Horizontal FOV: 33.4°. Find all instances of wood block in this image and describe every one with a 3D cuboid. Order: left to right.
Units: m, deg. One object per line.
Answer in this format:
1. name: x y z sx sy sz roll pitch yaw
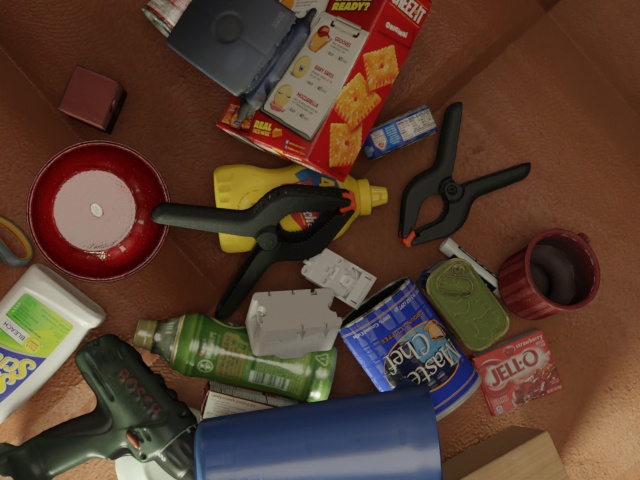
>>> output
1. wood block: 0.163 0.291 1.169 0.205 0.091 0.090 -25 93 -17

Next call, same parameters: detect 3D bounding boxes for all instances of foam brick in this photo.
1. foam brick: -0.247 -0.152 1.161 0.051 0.078 0.053 23 88 -3

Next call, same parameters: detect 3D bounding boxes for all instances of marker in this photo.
1. marker: 0.188 0.041 1.227 0.121 0.020 0.020 39 87 -4

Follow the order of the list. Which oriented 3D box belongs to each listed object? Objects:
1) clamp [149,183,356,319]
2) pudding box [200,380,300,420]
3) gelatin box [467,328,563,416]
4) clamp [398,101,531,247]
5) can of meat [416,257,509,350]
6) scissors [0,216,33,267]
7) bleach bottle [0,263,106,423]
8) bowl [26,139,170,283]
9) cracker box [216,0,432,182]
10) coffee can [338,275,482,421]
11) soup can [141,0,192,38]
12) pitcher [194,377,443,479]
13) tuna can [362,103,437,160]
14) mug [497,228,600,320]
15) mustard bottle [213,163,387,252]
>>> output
1. clamp: -0.058 0.001 1.149 0.210 0.036 0.164 -16 127 6
2. pudding box: -0.075 0.188 1.170 0.113 0.090 0.039 13 88 -5
3. gelatin box: 0.224 0.151 1.225 0.089 0.030 0.073 -21 92 -5
4. clamp: 0.142 -0.070 1.213 0.171 0.039 0.120 -42 92 -3
5. can of meat: 0.156 0.069 1.192 0.057 0.084 0.102 -37 93 -4
6. scissors: -0.403 -0.032 1.155 0.201 0.096 0.016 39 132 -5
7. bleach bottle: -0.350 0.151 1.163 0.102 0.068 0.251 38 90 -3
8. bowl: -0.246 -0.032 1.173 0.162 0.055 0.162 0 90 -5
9. cracker box: 0.003 -0.185 1.141 0.072 0.164 0.213 29 87 -44
10. coffee can: 0.097 0.124 1.178 0.103 0.103 0.140 -35 93 -4
11. soup can: -0.137 -0.267 1.175 0.068 0.068 0.102 43 86 -4
12. pitcher: 0.001 0.229 1.064 0.243 0.149 0.145 -6 99 -1
13. tuna can: 0.086 -0.120 1.185 0.086 0.086 0.034 -24 94 -4
14. mug: 0.258 0.034 1.196 0.093 0.082 0.117 44 65 -2
15. mustard bottle: -0.020 -0.042 1.190 0.191 0.058 0.096 -5 100 -5
